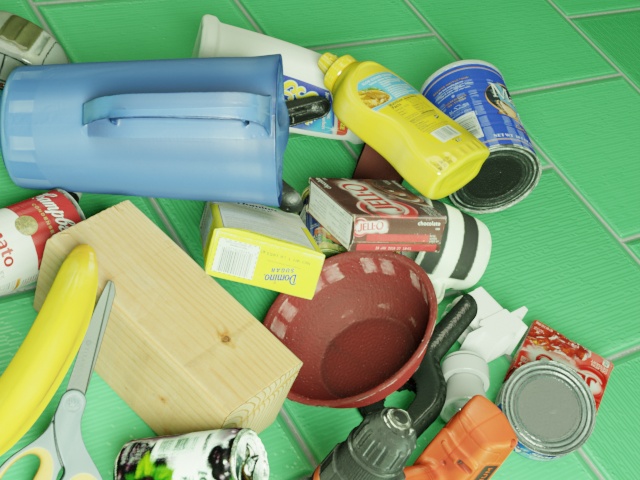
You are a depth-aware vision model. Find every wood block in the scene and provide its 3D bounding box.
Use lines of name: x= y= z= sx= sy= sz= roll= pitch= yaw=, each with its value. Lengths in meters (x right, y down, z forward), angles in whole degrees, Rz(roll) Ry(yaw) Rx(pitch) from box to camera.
wood block: x=-0.127 y=0.075 z=0.862 sx=0.206 sy=0.090 sz=0.090 roll=41 pitch=45 yaw=18

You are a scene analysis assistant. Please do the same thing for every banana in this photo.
banana: x=-0.210 y=0.087 z=0.769 sx=0.070 sy=0.037 sz=0.197 roll=14 pitch=66 yaw=43

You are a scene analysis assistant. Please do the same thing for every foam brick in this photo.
foam brick: x=0.069 y=-0.091 z=1.121 sx=0.051 sy=0.078 sz=0.053 roll=19 pitch=43 yaw=-2

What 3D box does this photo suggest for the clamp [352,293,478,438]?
clamp: x=0.064 y=0.109 z=0.942 sx=0.120 sy=0.039 sz=0.171 roll=2 pitch=45 yaw=24

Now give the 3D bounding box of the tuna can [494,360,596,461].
tuna can: x=0.199 y=0.152 z=0.950 sx=0.086 sy=0.034 sz=0.086 roll=2 pitch=67 yaw=-6

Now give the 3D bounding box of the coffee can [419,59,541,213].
coffee can: x=0.172 y=-0.115 z=1.170 sx=0.102 sy=0.103 sz=0.140 roll=5 pitch=47 yaw=-20

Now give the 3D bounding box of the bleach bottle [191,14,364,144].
bleach bottle: x=-0.013 y=-0.161 z=1.133 sx=0.250 sy=0.103 sz=0.068 roll=11 pitch=40 yaw=-13

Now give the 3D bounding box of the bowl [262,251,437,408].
bowl: x=0.030 y=0.086 z=0.913 sx=0.162 sy=0.055 sz=0.162 roll=-16 pitch=45 yaw=16

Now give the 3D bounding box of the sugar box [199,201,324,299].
sugar box: x=-0.056 y=0.001 z=0.936 sx=0.093 sy=0.048 sz=0.176 roll=15 pitch=7 yaw=-10

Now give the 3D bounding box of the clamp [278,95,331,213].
clamp: x=-0.098 y=-0.094 z=1.048 sx=0.210 sy=0.036 sz=0.164 roll=5 pitch=44 yaw=0

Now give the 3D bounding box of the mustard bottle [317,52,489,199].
mustard bottle: x=0.069 y=-0.123 z=1.050 sx=0.192 sy=0.058 sz=0.096 roll=43 pitch=42 yaw=19

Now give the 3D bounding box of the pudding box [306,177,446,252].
pudding box: x=0.047 y=-0.024 z=0.958 sx=0.089 sy=0.039 sz=0.114 roll=2 pitch=17 yaw=-23

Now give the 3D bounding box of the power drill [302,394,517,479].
power drill: x=0.062 y=0.172 z=0.797 sx=0.187 sy=0.185 sz=0.057 roll=-8 pitch=52 yaw=-42

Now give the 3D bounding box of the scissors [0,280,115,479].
scissors: x=-0.169 y=0.136 z=0.781 sx=0.096 sy=0.016 sz=0.201 roll=34 pitch=69 yaw=-9

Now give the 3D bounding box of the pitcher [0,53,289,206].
pitcher: x=-0.149 y=-0.099 z=0.924 sx=0.243 sy=0.149 sz=0.145 roll=1 pitch=42 yaw=1

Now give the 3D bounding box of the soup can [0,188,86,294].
soup can: x=-0.254 y=0.004 z=0.892 sx=0.102 sy=0.069 sz=0.068 roll=-25 pitch=62 yaw=-39

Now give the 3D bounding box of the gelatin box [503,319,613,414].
gelatin box: x=0.227 y=0.126 z=1.012 sx=0.089 sy=0.030 sz=0.073 roll=30 pitch=44 yaw=7
